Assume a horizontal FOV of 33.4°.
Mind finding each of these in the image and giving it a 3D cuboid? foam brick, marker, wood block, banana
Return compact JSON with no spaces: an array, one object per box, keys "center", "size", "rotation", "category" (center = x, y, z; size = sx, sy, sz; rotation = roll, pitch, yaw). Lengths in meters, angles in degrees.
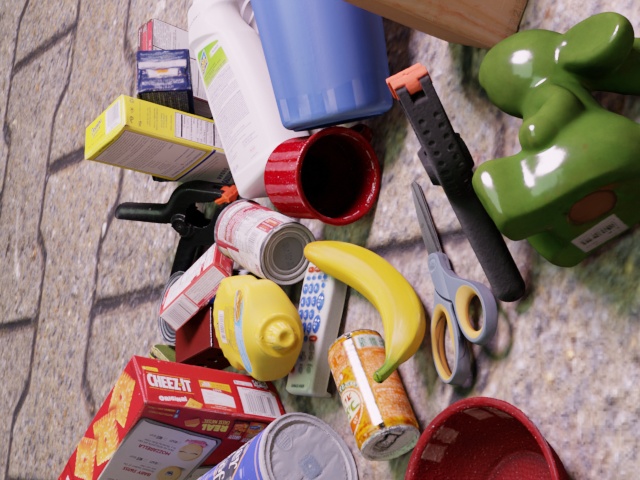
[{"center":[-0.118,0.108,1.165],"size":[0.078,0.052,0.051],"rotation":[-31,55,47],"category":"foam brick"},{"center":[-0.094,0.040,1.183],"size":[0.121,0.020,0.020],"rotation":[5,84,55],"category":"marker"},{"center":[0.068,-0.230,0.876],"size":[0.091,0.205,0.090],"rotation":[30,103,55],"category":"wood block"},{"center":[0.046,0.047,0.946],"size":[0.198,0.069,0.037],"rotation":[-121,22,-53],"category":"banana"}]

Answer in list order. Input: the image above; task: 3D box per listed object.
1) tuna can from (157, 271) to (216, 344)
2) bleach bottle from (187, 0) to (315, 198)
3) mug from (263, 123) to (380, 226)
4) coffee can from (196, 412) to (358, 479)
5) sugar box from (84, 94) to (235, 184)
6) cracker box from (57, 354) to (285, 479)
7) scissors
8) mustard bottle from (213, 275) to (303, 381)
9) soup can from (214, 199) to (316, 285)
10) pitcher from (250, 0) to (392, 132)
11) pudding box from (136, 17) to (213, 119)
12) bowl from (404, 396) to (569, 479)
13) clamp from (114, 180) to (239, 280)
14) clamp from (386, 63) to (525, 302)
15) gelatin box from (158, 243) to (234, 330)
[{"center":[-0.155,0.081,1.244],"size":[0.086,0.033,0.086],"rotation":[-23,61,50],"category":"tuna can"},{"center":[-0.084,-0.176,1.140],"size":[0.103,0.067,0.251],"rotation":[-39,66,46],"category":"bleach bottle"},{"center":[0.005,-0.070,1.030],"size":[0.117,0.093,0.082],"rotation":[-52,24,-18],"category":"mug"},{"center":[-0.047,0.233,0.979],"size":[0.141,0.102,0.103],"rotation":[-42,47,40],"category":"coffee can"},{"center":[-0.162,-0.105,1.189],"size":[0.094,0.175,0.048],"rotation":[-28,59,47],"category":"sugar box"},{"center":[-0.158,0.221,1.088],"size":[0.214,0.163,0.072],"rotation":[-56,38,28],"category":"cracker box"},{"center":[0.110,0.020,0.894],"size":[0.096,0.016,0.202],"rotation":[136,135,-54],"category":"scissors"},{"center":[-0.058,0.085,1.030],"size":[0.192,0.058,0.096],"rotation":[-178,83,-74],"category":"mustard bottle"},{"center":[-0.057,0.001,1.100],"size":[0.102,0.068,0.068],"rotation":[26,100,55],"category":"soup can"},{"center":[0.001,-0.231,1.011],"size":[0.145,0.149,0.243],"rotation":[-176,74,-77],"category":"pitcher"},{"center":[-0.166,-0.206,1.283],"size":[0.039,0.113,0.090],"rotation":[-23,61,46],"category":"pudding box"},{"center":[0.131,0.197,0.779],"size":[0.162,0.055,0.162],"rotation":[-23,61,50],"category":"bowl"},{"center":[-0.164,-0.027,1.242],"size":[0.172,0.120,0.039],"rotation":[-40,12,36],"category":"clamp"},{"center":[0.095,-0.066,0.821],"size":[0.036,0.210,0.164],"rotation":[-27,44,7],"category":"clamp"},{"center":[-0.132,0.048,1.158],"size":[0.089,0.030,0.073],"rotation":[-43,14,12],"category":"gelatin box"}]
